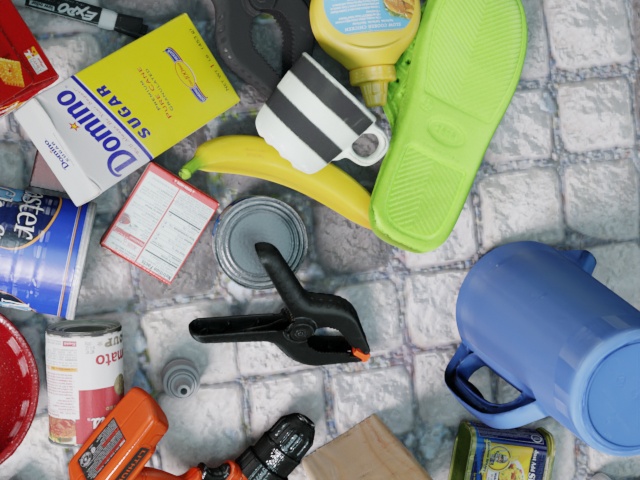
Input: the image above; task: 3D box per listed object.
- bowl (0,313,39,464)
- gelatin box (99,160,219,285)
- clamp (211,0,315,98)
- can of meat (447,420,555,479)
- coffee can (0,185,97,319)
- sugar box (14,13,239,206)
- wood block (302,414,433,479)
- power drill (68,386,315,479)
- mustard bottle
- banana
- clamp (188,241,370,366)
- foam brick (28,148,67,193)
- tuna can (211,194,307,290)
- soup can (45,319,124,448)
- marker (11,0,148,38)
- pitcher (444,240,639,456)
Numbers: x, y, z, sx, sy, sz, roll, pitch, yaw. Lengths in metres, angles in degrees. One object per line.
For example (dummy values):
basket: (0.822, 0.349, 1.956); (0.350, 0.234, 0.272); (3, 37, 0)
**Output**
bowl: (-0.325, 0.130, 0.917); (0.162, 0.055, 0.162); (3, 79, -16)
gelatin box: (-0.145, -0.016, 0.959); (0.073, 0.030, 0.089); (32, 90, -14)
clamp: (-0.069, -0.214, 0.937); (0.164, 0.036, 0.210); (-19, 103, -22)
can of meat: (0.172, 0.229, 1.034); (0.084, 0.057, 0.102); (8, 94, -9)
coffee can: (-0.268, 0.005, 0.901); (0.140, 0.103, 0.103); (11, 94, -12)
sugar box: (-0.157, -0.112, 0.893); (0.176, 0.048, 0.093); (-42, 104, -40)
wood block: (0.058, 0.238, 0.937); (0.090, 0.206, 0.091); (-31, 102, -6)
power drill: (-0.111, 0.201, 0.941); (0.184, 0.057, 0.187); (-50, 128, 1)
mustard bottle: (0.037, -0.212, 0.930); (0.096, 0.058, 0.191); (-7, 91, -10)
banana: (-0.032, -0.057, 0.962); (0.197, 0.037, 0.069); (13, 58, -17)
clamp: (-0.020, 0.064, 0.964); (0.171, 0.039, 0.120); (16, 131, -26)
foam brick: (-0.219, -0.080, 0.926); (0.051, 0.053, 0.078); (12, 94, -12)
tuna can: (-0.056, 0.001, 0.975); (0.086, 0.034, 0.086); (-1, 97, -10)
soup can: (-0.208, 0.125, 0.944); (0.068, 0.068, 0.102); (-1, 97, -11)
marker: (-0.210, -0.200, 0.930); (0.121, 0.020, 0.020); (14, 94, -12)
pitcher: (0.210, 0.099, 0.931); (0.145, 0.243, 0.149); (4, 103, -13)
